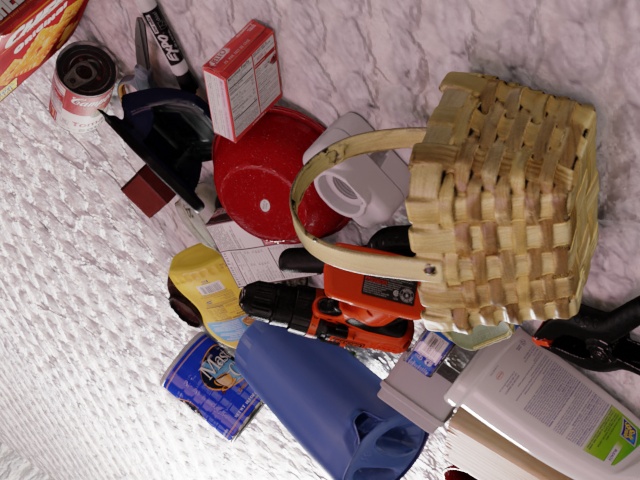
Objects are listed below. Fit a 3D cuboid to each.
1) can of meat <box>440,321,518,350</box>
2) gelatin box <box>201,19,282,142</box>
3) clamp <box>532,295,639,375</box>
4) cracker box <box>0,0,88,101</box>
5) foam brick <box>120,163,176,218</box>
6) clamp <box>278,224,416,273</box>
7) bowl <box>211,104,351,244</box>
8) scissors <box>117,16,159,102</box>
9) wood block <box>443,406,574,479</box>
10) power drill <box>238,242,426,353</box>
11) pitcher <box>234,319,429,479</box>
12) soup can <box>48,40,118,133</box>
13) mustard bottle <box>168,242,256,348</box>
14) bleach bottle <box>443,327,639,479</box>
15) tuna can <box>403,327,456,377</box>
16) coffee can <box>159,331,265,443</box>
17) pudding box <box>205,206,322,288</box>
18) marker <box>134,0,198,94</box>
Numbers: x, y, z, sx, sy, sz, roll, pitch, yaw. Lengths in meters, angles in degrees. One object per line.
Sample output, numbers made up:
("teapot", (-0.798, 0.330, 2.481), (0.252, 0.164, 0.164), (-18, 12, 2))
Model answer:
("can of meat", (0.156, 0.048, 0.958), (0.057, 0.083, 0.102), (43, 153, -4))
("gelatin box", (-0.071, -0.145, 0.977), (0.030, 0.073, 0.089), (28, 151, 23))
("clamp", (0.263, 0.095, 0.941), (0.120, 0.039, 0.172), (53, 157, -14))
("cracker box", (-0.293, -0.225, 1.048), (0.072, 0.164, 0.214), (43, 153, -8))
("foam brick", (-0.195, -0.069, 1.274), (0.051, 0.053, 0.078), (46, 154, -9))
("clamp", (0.080, 0.027, 1.052), (0.164, 0.036, 0.210), (26, 152, -32))
("bowl", (-0.046, -0.051, 1.051), (0.162, 0.055, 0.162), (15, 132, 17))
("scissors", (-0.173, -0.164, 1.130), (0.096, 0.016, 0.202), (40, 158, -7))
("wood block", (0.241, 0.231, 1.115), (0.206, 0.090, 0.091), (30, 150, 21))
("power drill", (0.021, 0.057, 1.032), (0.184, 0.057, 0.188), (12, 162, -9))
("pitcher", (0.008, 0.193, 1.281), (0.243, 0.144, 0.149), (41, 122, 37))
("soup can", (-0.268, -0.170, 1.200), (0.068, 0.068, 0.102), (42, 154, -1))
("mustard bottle", (-0.109, 0.085, 1.366), (0.096, 0.058, 0.191), (-17, 126, 18))
("bleach bottle", (0.248, 0.188, 1.026), (0.251, 0.102, 0.068), (37, 158, 9))
("tuna can", (0.121, 0.095, 1.073), (0.034, 0.086, 0.086), (35, 153, 7))
("coffee can", (-0.154, 0.218, 1.590), (0.140, 0.102, 0.103), (38, 153, 6))
("pudding box", (-0.058, 0.001, 1.166), (0.114, 0.039, 0.090), (-9, 122, 31))
("marker", (-0.153, -0.195, 1.068), (0.020, 0.020, 0.121), (16, 144, 40))
